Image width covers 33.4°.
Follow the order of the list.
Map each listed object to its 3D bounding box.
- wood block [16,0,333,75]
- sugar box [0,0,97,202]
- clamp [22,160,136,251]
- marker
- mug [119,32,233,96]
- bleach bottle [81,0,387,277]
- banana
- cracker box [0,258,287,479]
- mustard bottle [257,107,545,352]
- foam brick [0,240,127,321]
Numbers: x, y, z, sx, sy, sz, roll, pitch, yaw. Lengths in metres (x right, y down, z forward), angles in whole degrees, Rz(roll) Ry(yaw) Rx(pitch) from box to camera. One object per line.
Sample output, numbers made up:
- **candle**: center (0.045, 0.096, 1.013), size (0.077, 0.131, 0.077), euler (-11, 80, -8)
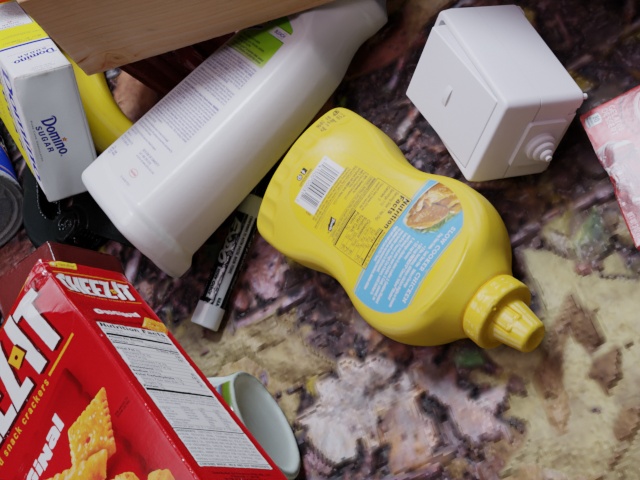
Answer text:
- **wood block**: center (-0.073, -0.187, 0.658), size (0.206, 0.090, 0.090), euler (-14, 65, 13)
- **sugar box**: center (-0.208, -0.105, 0.767), size (0.048, 0.093, 0.176), euler (-18, 31, -16)
- **clamp**: center (-0.163, -0.009, 0.771), size (0.120, 0.039, 0.171), euler (-32, 64, 11)
- **marker**: center (-0.055, 0.001, 0.706), size (0.020, 0.020, 0.121), euler (16, 82, 36)
- **mug**: center (-0.109, -0.148, 0.761), size (0.093, 0.081, 0.117), euler (-52, 53, 5)
- **bleach bottle**: center (-0.037, -0.097, 0.691), size (0.251, 0.068, 0.103), euler (-44, 41, -2)
- **banana**: center (-0.172, -0.124, 0.821), size (0.070, 0.037, 0.198), euler (-30, 58, 23)
- **cracker box**: center (-0.123, 0.135, 0.574), size (0.214, 0.072, 0.164), euler (43, 107, 40)
- **mustard bottle**: center (0.051, 0.004, 0.611), size (0.192, 0.058, 0.096), euler (38, 95, 37)
- **foam brick**: center (-0.164, 0.040, 0.694), size (0.053, 0.078, 0.051), euler (-33, 69, 16)
